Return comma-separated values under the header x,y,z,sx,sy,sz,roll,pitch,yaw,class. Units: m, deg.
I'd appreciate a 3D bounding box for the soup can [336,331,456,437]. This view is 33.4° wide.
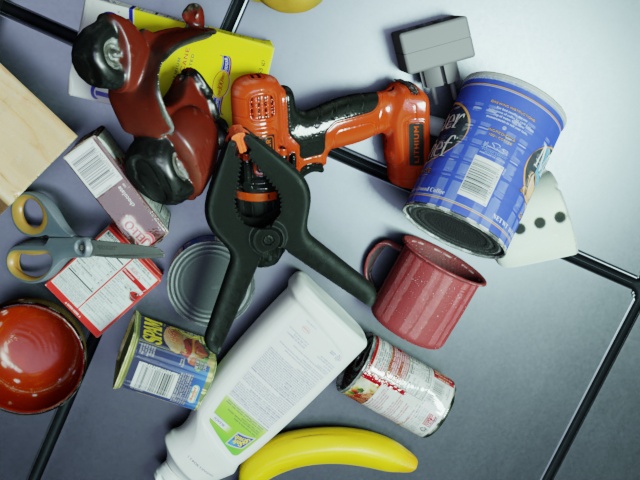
x,y,z,sx,sy,sz,roll,pitch,yaw,class
0.076,0.145,1.068,0.102,0.068,0.068,31,98,-12,soup can

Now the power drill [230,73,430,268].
x,y,z,sx,sy,sz,roll,pitch,yaw,class
0.009,-0.072,0.996,0.187,0.057,0.184,-10,115,-17,power drill

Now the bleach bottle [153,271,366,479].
x,y,z,sx,sy,sz,roll,pitch,yaw,class
-0.075,0.152,1.059,0.251,0.068,0.102,-44,103,7,bleach bottle

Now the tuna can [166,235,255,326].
x,y,z,sx,sy,sz,roll,pitch,yaw,class
-0.107,0.039,1.043,0.086,0.034,0.086,-1,103,-6,tuna can

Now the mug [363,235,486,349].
x,y,z,sx,sy,sz,roll,pitch,yaw,class
0.092,0.046,1.044,0.117,0.093,0.081,33,104,19,mug

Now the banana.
x,y,z,sx,sy,sz,roll,pitch,yaw,class
0.000,0.222,1.097,0.197,0.037,0.069,-10,121,-2,banana

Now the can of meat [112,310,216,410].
x,y,z,sx,sy,sz,roll,pitch,yaw,class
-0.149,0.116,1.023,0.084,0.102,0.057,20,100,-12,can of meat

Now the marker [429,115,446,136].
x,y,z,sx,sy,sz,roll,pitch,yaw,class
0.160,-0.100,1.046,0.121,0.020,0.020,13,101,-9,marker

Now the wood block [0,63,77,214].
x,y,z,sx,sy,sz,roll,pitch,yaw,class
-0.328,-0.127,0.941,0.206,0.091,0.090,45,70,-13,wood block

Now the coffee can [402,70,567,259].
x,y,z,sx,sy,sz,roll,pitch,yaw,class
0.150,-0.068,0.975,0.102,0.103,0.140,29,78,-11,coffee can

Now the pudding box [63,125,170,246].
x,y,z,sx,sy,sz,roll,pitch,yaw,class
-0.185,-0.048,0.987,0.039,0.090,0.113,-34,103,1,pudding box

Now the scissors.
x,y,z,sx,sy,sz,roll,pitch,yaw,class
-0.223,-0.012,0.974,0.202,0.016,0.096,-15,86,35,scissors

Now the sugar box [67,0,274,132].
x,y,z,sx,sy,sz,roll,pitch,yaw,class
-0.138,-0.160,0.988,0.176,0.048,0.093,12,104,-10,sugar box

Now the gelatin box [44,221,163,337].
x,y,z,sx,sy,sz,roll,pitch,yaw,class
-0.209,0.037,1.035,0.089,0.030,0.073,-42,102,4,gelatin box

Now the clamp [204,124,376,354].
x,y,z,sx,sy,sz,roll,pitch,yaw,class
-0.056,0.001,0.954,0.164,0.036,0.210,-24,115,-2,clamp
